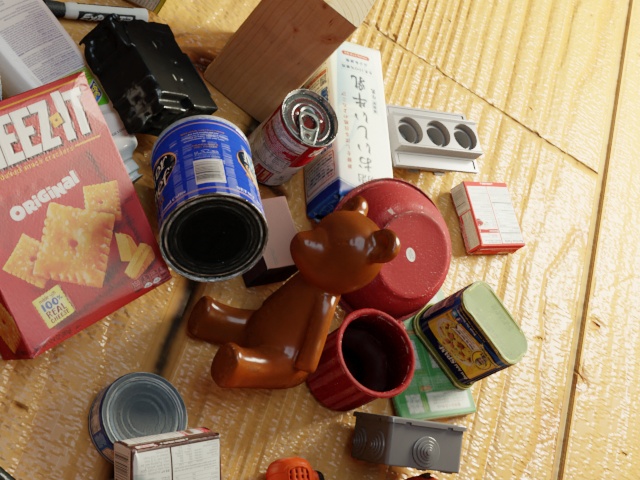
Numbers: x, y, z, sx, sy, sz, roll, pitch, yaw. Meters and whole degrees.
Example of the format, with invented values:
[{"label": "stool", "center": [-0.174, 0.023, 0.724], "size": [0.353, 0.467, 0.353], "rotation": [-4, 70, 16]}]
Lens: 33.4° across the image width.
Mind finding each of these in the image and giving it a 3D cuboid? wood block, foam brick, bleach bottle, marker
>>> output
[{"label": "wood block", "center": [-0.031, -0.225, 1.140], "size": [0.090, 0.206, 0.090], "rotation": [38, 53, -11]}, {"label": "foam brick", "center": [-0.057, 0.001, 1.112], "size": [0.052, 0.051, 0.078], "rotation": [-9, 72, -34]}, {"label": "bleach bottle", "center": [-0.268, -0.151, 1.046], "size": [0.251, 0.068, 0.102], "rotation": [52, 50, -3]}, {"label": "marker", "center": [-0.242, -0.242, 1.134], "size": [0.120, 0.020, 0.020], "rotation": [-2, 68, -33]}]

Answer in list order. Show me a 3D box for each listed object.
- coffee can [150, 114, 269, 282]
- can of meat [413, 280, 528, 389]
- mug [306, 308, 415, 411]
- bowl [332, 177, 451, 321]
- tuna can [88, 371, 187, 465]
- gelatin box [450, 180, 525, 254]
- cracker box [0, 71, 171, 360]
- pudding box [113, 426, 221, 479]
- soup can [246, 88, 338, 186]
[{"label": "coffee can", "center": [-0.109, -0.042, 1.033], "size": [0.102, 0.103, 0.140], "rotation": [18, 31, -24]}, {"label": "can of meat", "center": [0.165, 0.102, 1.165], "size": [0.102, 0.084, 0.057], "rotation": [53, 49, -1]}, {"label": "mug", "center": [0.043, 0.120, 1.097], "size": [0.093, 0.082, 0.117], "rotation": [50, 52, -2]}, {"label": "bowl", "center": [0.083, 0.014, 1.133], "size": [0.161, 0.055, 0.162], "rotation": [-2, 94, -28]}, {"label": "tuna can", "center": [-0.166, 0.164, 0.974], "size": [0.086, 0.034, 0.086], "rotation": [14, 61, -26]}, {"label": "gelatin box", "center": [0.204, -0.027, 1.305], "size": [0.073, 0.030, 0.089], "rotation": [-1, 68, -34]}, {"label": "cracker box", "center": [-0.247, -0.024, 0.955], "size": [0.163, 0.072, 0.213], "rotation": [-30, 104, -38]}, {"label": "pudding box", "center": [-0.133, 0.227, 0.937], "size": [0.089, 0.039, 0.113], "rotation": [-3, 97, -35]}, {"label": "soup can", "center": [-0.035, -0.108, 1.146], "size": [0.068, 0.102, 0.068], "rotation": [14, 60, -26]}]
